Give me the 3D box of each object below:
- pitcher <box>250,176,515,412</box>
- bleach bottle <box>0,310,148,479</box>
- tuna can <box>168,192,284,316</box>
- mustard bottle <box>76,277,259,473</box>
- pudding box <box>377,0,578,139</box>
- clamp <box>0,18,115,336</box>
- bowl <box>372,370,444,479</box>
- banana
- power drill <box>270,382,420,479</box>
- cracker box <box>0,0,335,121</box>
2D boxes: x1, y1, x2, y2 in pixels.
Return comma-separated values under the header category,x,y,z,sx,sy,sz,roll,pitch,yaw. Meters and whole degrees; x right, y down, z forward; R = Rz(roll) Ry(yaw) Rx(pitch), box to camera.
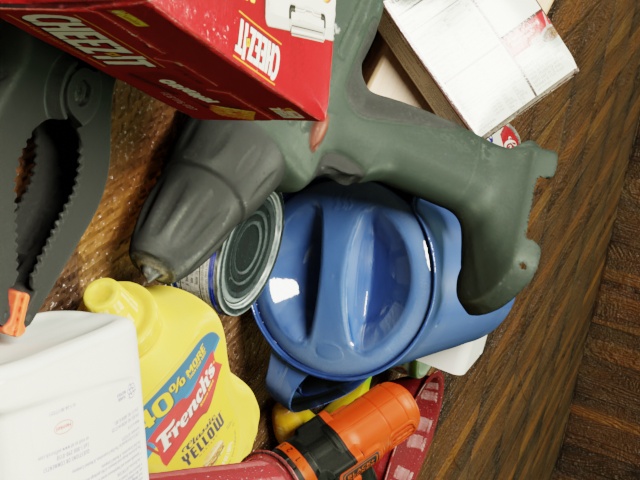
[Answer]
category,x,y,z,sx,sy,sz,roll,pitch,yaw
pitcher,0.055,0.035,0.777,0.242,0.149,0.145,6,71,-63
bleach bottle,-0.114,0.162,0.456,0.102,0.068,0.251,-20,109,-57
tuna can,-0.054,0.001,0.631,0.086,0.034,0.086,-52,151,-45
mustard bottle,-0.088,0.079,0.567,0.096,0.058,0.191,-49,151,-23
pudding box,0.098,-0.128,0.685,0.090,0.113,0.039,-36,-176,-9
clamp,-0.106,-0.067,0.438,0.164,0.036,0.210,-3,105,-68
bowl,0.071,0.200,1.081,0.161,0.055,0.162,-53,153,-42
banana,0.001,0.150,0.896,0.197,0.037,0.069,-10,98,-69
power drill,-0.006,0.207,0.835,0.184,0.057,0.188,-29,149,-21
cracker box,-0.047,-0.166,0.403,0.164,0.072,0.214,19,74,-69
